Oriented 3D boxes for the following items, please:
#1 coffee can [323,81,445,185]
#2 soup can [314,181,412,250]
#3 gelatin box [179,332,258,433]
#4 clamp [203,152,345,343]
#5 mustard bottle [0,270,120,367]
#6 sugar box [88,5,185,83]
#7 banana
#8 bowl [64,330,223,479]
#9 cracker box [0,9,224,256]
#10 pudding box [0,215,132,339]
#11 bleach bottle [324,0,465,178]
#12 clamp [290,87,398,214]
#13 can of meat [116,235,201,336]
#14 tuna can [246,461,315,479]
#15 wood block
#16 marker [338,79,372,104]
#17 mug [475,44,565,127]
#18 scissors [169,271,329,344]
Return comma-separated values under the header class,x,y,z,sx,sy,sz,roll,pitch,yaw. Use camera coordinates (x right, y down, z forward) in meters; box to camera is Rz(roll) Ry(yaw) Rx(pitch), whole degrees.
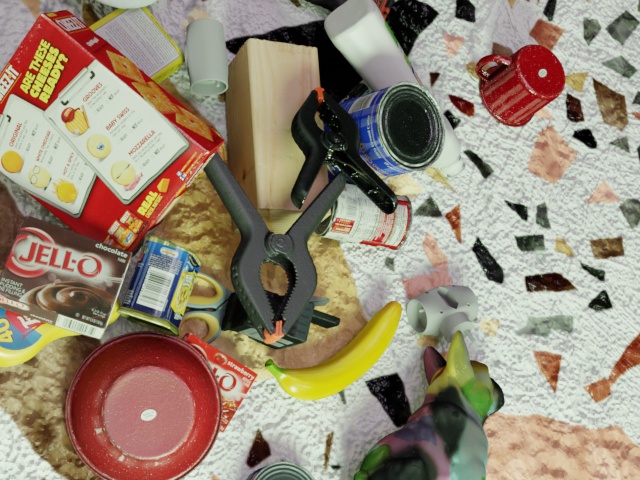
class,x,y,z,sx,sy,sz,roll,pitch,yaw
coffee can,0.062,-0.121,1.250,0.102,0.141,0.103,5,81,-36
soup can,0.049,-0.029,1.266,0.102,0.069,0.068,10,68,-22
gelatin box,-0.123,0.150,1.131,0.089,0.030,0.073,34,75,-12
clamp,-0.057,0.001,1.118,0.164,0.036,0.210,15,65,-18
mustard bottle,-0.303,0.072,1.065,0.191,0.058,0.096,-24,82,-30
sugar box,-0.246,-0.189,1.195,0.176,0.048,0.093,-41,93,-27
banana,0.025,0.133,1.204,0.197,0.037,0.069,-23,121,-36
bowl,-0.174,0.171,1.070,0.162,0.055,0.162,1,84,-13
cracker box,-0.232,-0.105,1.094,0.213,0.164,0.072,40,19,-2
pudding box,-0.252,0.037,1.044,0.113,0.039,0.090,21,59,-12
bleach bottle,0.103,-0.181,1.322,0.068,0.102,0.250,-34,116,10
clamp,0.004,-0.095,1.151,0.120,0.039,0.171,-1,51,-34
can of meat,-0.164,0.048,1.102,0.057,0.102,0.084,18,79,4
tuna can,-0.043,0.279,1.131,0.086,0.034,0.086,9,69,-23
wood block,-0.052,-0.117,1.235,0.090,0.091,0.206,3,71,-24
marker,0.028,-0.164,1.333,0.020,0.020,0.121,46,60,-5
mug,0.263,-0.216,1.428,0.117,0.082,0.093,27,62,-15
scissors,-0.086,0.086,1.190,0.201,0.016,0.096,16,68,-20
